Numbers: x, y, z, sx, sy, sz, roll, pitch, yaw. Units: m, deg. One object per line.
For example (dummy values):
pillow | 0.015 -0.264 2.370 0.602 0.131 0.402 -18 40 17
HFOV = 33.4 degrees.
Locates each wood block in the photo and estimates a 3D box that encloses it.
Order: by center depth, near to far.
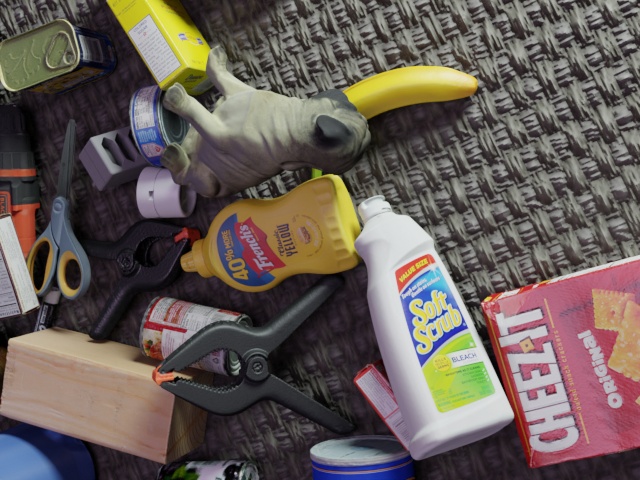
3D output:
wood block | -0.231 0.164 1.156 0.206 0.090 0.090 12 98 19

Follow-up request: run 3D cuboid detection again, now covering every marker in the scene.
marker | -0.321 0.112 1.224 0.020 0.020 0.121 19 99 19

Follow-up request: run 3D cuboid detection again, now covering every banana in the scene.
banana | 0.057 -0.130 1.061 0.198 0.037 0.069 -30 107 22

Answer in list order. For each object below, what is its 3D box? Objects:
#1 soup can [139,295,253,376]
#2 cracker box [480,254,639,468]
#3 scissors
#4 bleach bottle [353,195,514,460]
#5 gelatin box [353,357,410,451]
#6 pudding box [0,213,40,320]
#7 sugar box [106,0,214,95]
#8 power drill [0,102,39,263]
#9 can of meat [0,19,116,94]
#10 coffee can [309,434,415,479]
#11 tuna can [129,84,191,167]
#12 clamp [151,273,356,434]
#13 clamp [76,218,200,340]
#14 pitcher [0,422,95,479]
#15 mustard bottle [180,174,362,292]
soup can | -0.130 0.101 1.125 0.102 0.068 0.068 11 97 19
cracker box | 0.273 0.103 0.971 0.214 0.072 0.164 -17 87 21
scissors | -0.272 -0.022 1.169 0.096 0.016 0.202 29 105 24
bleach bottle | 0.088 0.073 1.014 0.251 0.102 0.068 67 153 20
gelatin box | 0.079 0.156 1.047 0.030 0.073 0.089 -42 78 18
pudding box | -0.371 0.034 1.180 0.090 0.039 0.113 -12 100 21
sugar box | -0.174 -0.235 1.109 0.048 0.093 0.176 -33 82 18
power drill | -0.412 -0.064 1.228 0.188 0.057 0.184 1 94 21
can of meat | -0.284 -0.196 1.158 0.102 0.083 0.057 -16 87 21
coffee can | 0.046 0.271 1.050 0.103 0.102 0.140 -4 92 21
tuna can | -0.164 -0.121 1.116 0.034 0.086 0.086 -9 90 19
clamp | -0.060 0.134 1.069 0.209 0.036 0.164 -12 92 -16
clamp | -0.205 0.037 1.166 0.172 0.039 0.120 -17 87 25
pitcher | -0.363 0.284 1.131 0.145 0.242 0.149 -14 87 22
mustard bottle | -0.057 0.001 1.096 0.192 0.058 0.096 -15 101 21
